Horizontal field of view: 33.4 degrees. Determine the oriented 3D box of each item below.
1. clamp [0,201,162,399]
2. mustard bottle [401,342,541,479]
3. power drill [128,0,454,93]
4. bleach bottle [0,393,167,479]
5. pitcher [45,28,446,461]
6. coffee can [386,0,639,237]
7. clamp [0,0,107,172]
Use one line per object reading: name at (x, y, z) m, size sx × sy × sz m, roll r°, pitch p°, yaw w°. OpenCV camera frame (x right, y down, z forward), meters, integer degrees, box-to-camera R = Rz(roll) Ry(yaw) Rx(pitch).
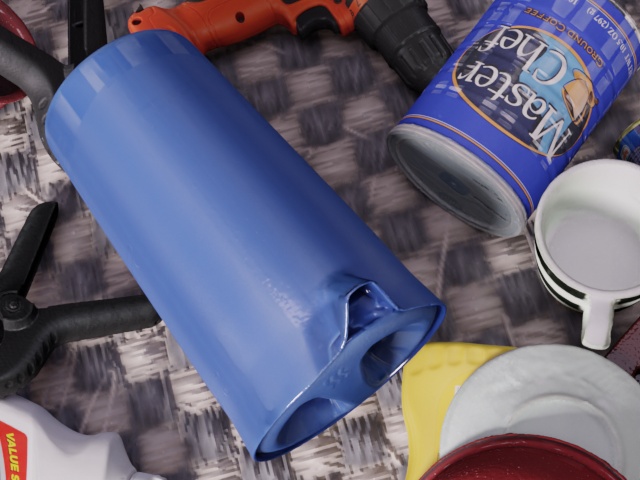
clamp at (-0.182, 0.053, 0.672) m, size 0.120 × 0.039 × 0.171 m, roll 28°, pitch 51°, yaw 16°
mustard bottle at (0.089, 0.158, 0.621) m, size 0.096 × 0.058 × 0.191 m, roll 5°, pitch 72°, yaw 6°
power drill at (-0.022, -0.140, 0.737) m, size 0.187 × 0.057 × 0.184 m, roll -31°, pitch 71°, yaw -6°
bleach bottle at (-0.217, 0.127, 0.666) m, size 0.251 × 0.068 × 0.102 m, roll 11°, pitch 75°, yaw 8°
pitcher at (-0.054, 0.001, 0.623) m, size 0.149 × 0.144 × 0.243 m, roll -46°, pitch 70°, yaw 19°
coffee can at (0.123, -0.088, 0.675) m, size 0.103 × 0.103 × 0.140 m, roll 35°, pitch 78°, yaw 16°
clamp at (-0.161, -0.112, 0.723) m, size 0.210 × 0.036 × 0.164 m, roll 52°, pitch 43°, yaw -6°
